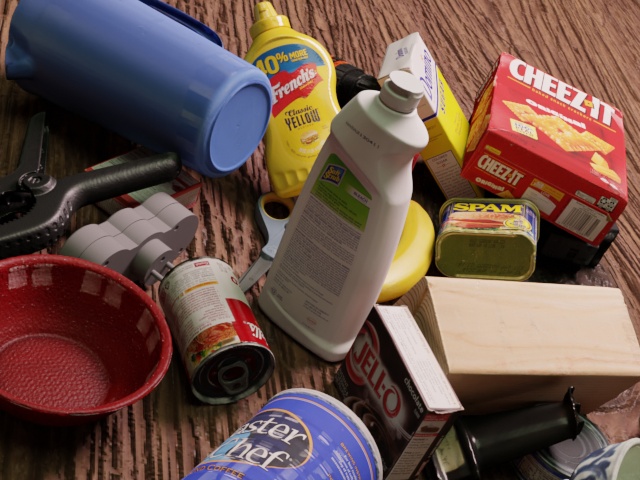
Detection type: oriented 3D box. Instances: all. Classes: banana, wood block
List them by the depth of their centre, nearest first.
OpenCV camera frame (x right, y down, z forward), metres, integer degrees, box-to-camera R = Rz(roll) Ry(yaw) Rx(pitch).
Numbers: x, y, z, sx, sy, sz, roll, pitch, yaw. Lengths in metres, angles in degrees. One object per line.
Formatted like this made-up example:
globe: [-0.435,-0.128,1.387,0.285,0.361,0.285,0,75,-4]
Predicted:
wood block: [0.165,0.093,0.921,0.205,0.091,0.090,4,58,-26]
banana: [0.074,0.014,1.038,0.070,0.037,0.197,35,37,11]

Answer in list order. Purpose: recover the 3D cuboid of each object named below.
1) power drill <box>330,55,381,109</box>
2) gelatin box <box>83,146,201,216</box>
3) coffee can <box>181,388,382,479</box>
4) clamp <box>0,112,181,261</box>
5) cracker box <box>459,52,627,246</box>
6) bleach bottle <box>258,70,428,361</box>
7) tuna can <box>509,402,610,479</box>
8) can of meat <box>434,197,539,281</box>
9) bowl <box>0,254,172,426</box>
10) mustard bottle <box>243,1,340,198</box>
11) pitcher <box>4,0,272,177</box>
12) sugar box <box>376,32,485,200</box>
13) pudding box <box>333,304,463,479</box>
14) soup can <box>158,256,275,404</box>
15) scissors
power drill: [-0.040,-0.167,1.156,0.187,0.057,0.185,-8,23,-38]
gelatin box: [-0.166,-0.049,0.990,0.073,0.030,0.089,36,37,19]
coffee can: [-0.036,0.176,0.708,0.103,0.103,0.140,35,37,15]
clamp: [-0.227,-0.038,0.903,0.165,0.036,0.209,13,40,19]
cracker box: [0.246,-0.107,1.158,0.164,0.072,0.213,27,35,-3]
bleach bottle: [0.031,-0.022,0.874,0.103,0.251,0.068,36,37,16]
tuna can: [0.202,0.179,0.900,0.086,0.034,0.086,15,36,-12]
can of meat: [0.165,-0.001,1.060,0.102,0.057,0.084,2,24,11]
bowl: [-0.193,0.082,0.781,0.162,0.055,0.162,15,36,-12]
mustard bottle: [-0.028,-0.145,1.052,0.096,0.058,0.191,-19,82,-2]
pitcher: [-0.161,-0.160,1.011,0.243,0.149,0.144,29,-1,24]
sugar box: [0.126,-0.130,1.163,0.176,0.048,0.093,59,26,-25]
pudding box: [0.059,0.120,0.846,0.039,0.090,0.113,0,42,-30]
soup can: [-0.085,0.070,0.849,0.068,0.069,0.102,0,41,-29]
scissors: [-0.057,0.001,0.999,0.096,0.016,0.201,38,37,22]
